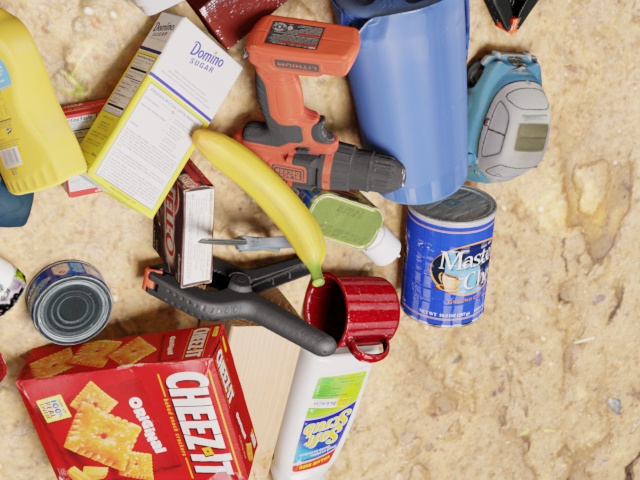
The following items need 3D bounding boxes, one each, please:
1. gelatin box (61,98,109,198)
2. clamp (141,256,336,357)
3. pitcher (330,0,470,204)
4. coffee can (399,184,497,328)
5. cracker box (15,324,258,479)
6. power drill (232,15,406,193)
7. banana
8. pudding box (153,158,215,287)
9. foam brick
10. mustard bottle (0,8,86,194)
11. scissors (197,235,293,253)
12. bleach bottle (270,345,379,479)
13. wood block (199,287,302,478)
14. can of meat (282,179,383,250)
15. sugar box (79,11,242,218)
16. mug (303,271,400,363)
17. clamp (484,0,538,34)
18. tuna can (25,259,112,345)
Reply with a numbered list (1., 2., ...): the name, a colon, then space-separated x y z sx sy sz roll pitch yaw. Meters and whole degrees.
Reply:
1. gelatin box: -0.219 -0.092 1.045 0.073 0.030 0.089 -14 120 -20
2. clamp: -0.085 0.051 1.155 0.210 0.164 0.036 12 121 -8
3. pitcher: 0.099 -0.167 1.115 0.149 0.145 0.243 -11 127 1
4. coffee can: 0.148 0.017 1.252 0.102 0.103 0.140 -11 122 -22
5. cracker box: -0.190 0.185 1.127 0.214 0.072 0.164 -7 118 11
6. power drill: -0.002 -0.124 1.046 0.184 0.057 0.188 9 138 7
7. banana: -0.052 -0.044 1.065 0.037 0.069 0.197 -38 104 14
8. pudding box: -0.140 -0.022 1.088 0.039 0.090 0.113 -10 121 -23
9. foam brick: -0.082 -0.233 1.022 0.078 0.053 0.051 -40 127 -1
10. mustard bottle: -0.276 -0.138 0.942 0.058 0.096 0.191 -32 108 -39
11. scissors: -0.057 0.001 1.095 0.096 0.201 0.016 -5 87 6
12. bleach bottle: -0.003 0.229 1.321 0.102 0.068 0.251 -3 120 -26
13. wood block: -0.094 0.163 1.218 0.090 0.090 0.206 1 117 -28
14. can of meat: 0.008 -0.037 1.160 0.101 0.084 0.057 16 108 -33
15. sugar box: -0.157 -0.120 1.022 0.093 0.048 0.176 38 78 -46
16. mug: 0.043 0.091 1.236 0.081 0.117 0.093 1 136 -33
17. clamp: 0.221 -0.310 1.145 0.120 0.039 0.171 -15 129 -14
18. tuna can: -0.261 0.065 1.110 0.086 0.034 0.086 -12 122 -21
